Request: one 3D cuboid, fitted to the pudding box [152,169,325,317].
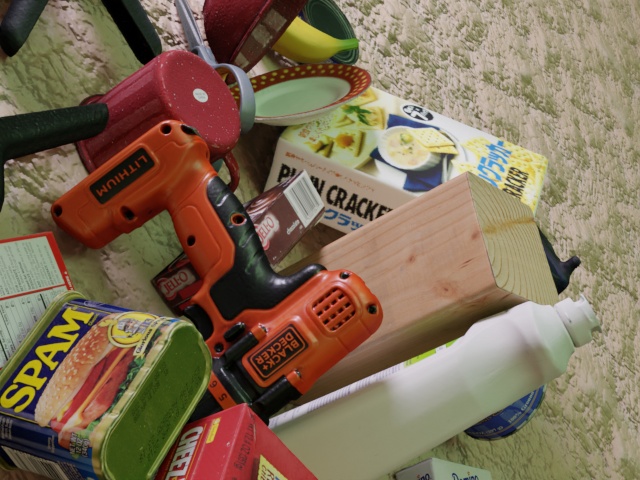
[{"bbox_3d":[-0.055,0.001,0.757,0.039,0.090,0.113,59,30,-9],"label":"pudding box"}]

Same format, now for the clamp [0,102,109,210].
[{"bbox_3d":[-0.222,-0.070,0.614,0.164,0.036,0.209,42,38,-18],"label":"clamp"}]

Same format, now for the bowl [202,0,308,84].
[{"bbox_3d":[-0.049,-0.209,0.887,0.055,0.162,0.162,38,33,-1],"label":"bowl"}]

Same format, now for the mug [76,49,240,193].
[{"bbox_3d":[-0.103,-0.071,0.750,0.117,0.082,0.093,51,32,-17],"label":"mug"}]

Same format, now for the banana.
[{"bbox_3d":[-0.052,-0.230,0.985,0.197,0.037,0.069,47,62,-15],"label":"banana"}]

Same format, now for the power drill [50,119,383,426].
[{"bbox_3d":[-0.083,0.035,0.654,0.188,0.184,0.057,52,-4,13],"label":"power drill"}]

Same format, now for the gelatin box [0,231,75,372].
[{"bbox_3d":[-0.178,0.038,0.602,0.089,0.030,0.073,-14,79,-59],"label":"gelatin box"}]

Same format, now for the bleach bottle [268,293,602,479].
[{"bbox_3d":[0.059,0.103,0.673,0.068,0.251,0.102,63,5,1],"label":"bleach bottle"}]

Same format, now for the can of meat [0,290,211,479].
[{"bbox_3d":[-0.118,0.082,0.568,0.102,0.084,0.057,-59,145,-35],"label":"can of meat"}]

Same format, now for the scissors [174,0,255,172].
[{"bbox_3d":[-0.099,-0.124,0.849,0.016,0.096,0.202,9,25,-31],"label":"scissors"}]

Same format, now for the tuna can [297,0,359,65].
[{"bbox_3d":[-0.001,-0.204,1.059,0.086,0.034,0.086,36,39,-37],"label":"tuna can"}]

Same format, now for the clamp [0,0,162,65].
[{"bbox_3d":[-0.177,-0.200,0.736,0.120,0.039,0.171,-15,92,-45],"label":"clamp"}]

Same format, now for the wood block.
[{"bbox_3d":[0.053,0.044,0.769,0.090,0.206,0.090,23,48,-46],"label":"wood block"}]
